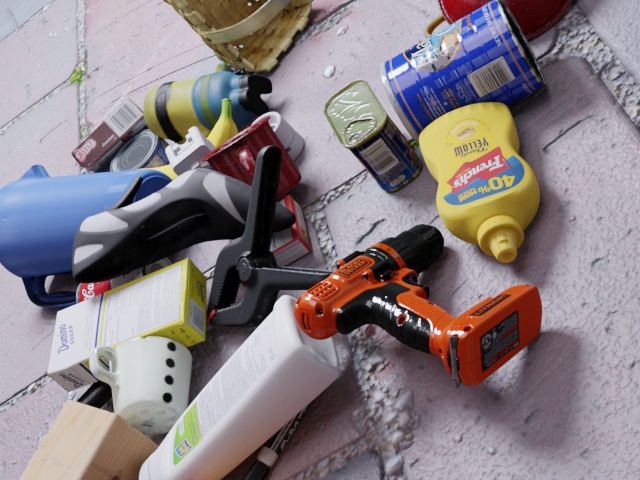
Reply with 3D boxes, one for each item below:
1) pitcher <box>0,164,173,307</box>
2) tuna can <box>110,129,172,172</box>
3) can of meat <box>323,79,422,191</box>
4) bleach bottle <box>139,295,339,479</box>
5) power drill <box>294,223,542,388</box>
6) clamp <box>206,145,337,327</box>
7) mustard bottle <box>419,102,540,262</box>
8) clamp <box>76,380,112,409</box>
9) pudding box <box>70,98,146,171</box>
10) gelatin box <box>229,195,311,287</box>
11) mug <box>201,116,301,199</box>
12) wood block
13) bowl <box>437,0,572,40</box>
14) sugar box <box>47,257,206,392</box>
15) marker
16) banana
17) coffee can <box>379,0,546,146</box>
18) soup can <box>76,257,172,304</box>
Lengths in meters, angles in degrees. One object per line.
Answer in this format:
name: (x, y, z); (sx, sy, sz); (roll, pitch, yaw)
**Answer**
pitcher: (-0.290, -0.013, 1.336); (0.243, 0.149, 0.144); (-5, 36, 35)
tuna can: (-0.243, -0.109, 1.448); (0.086, 0.033, 0.086); (-24, 41, 23)
can of meat: (0.057, -0.110, 1.139); (0.057, 0.083, 0.102); (-36, 38, 9)
bleach bottle: (-0.092, 0.170, 1.007); (0.251, 0.068, 0.102); (-45, 26, 15)
power drill: (0.098, 0.051, 0.943); (0.188, 0.057, 0.184); (17, 39, 43)
clamp: (-0.065, 0.016, 1.089); (0.210, 0.036, 0.164); (-43, 60, 45)
mustard bottle: (0.156, -0.050, 1.014); (0.096, 0.058, 0.191); (-18, 43, 9)
clamp: (-0.215, 0.121, 1.200); (0.171, 0.039, 0.120); (-33, 43, 4)
pudding box: (-0.293, -0.146, 1.494); (0.113, 0.039, 0.090); (-42, 6, -2)
gelatin box: (-0.058, 0.002, 1.180); (0.089, 0.030, 0.073); (-30, 40, 15)
mug: (-0.073, -0.081, 1.201); (0.093, 0.081, 0.117); (-33, 10, -2)
wood block: (-0.248, 0.273, 1.041); (0.090, 0.090, 0.206); (5, 58, 43)
bowl: (0.197, -0.296, 1.159); (0.162, 0.055, 0.162); (-5, 76, 21)
sugar box: (-0.208, 0.093, 1.157); (0.176, 0.048, 0.093); (-23, 42, 20)
marker: (-0.036, 0.181, 0.998); (0.020, 0.020, 0.121); (13, 64, 47)
banana: (-0.170, -0.100, 1.358); (0.198, 0.037, 0.070); (-32, 68, 26)
coffee can: (0.146, -0.172, 1.103); (0.140, 0.102, 0.103); (-28, 40, 19)
soup can: (-0.223, 0.060, 1.240); (0.102, 0.068, 0.068); (-23, 41, 23)
